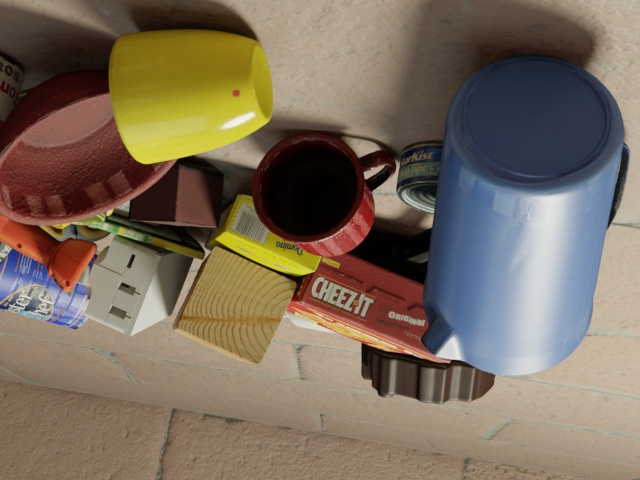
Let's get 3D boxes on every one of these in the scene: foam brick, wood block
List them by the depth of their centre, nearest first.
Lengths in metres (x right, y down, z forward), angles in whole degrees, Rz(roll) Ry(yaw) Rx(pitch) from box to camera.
[{"bbox_3d":[-0.131,-0.040,0.971,0.053,0.051,0.078,2,178,26],"label":"foam brick"},{"bbox_3d":[-0.096,0.071,1.119,0.090,0.090,0.206,26,172,-7],"label":"wood block"}]

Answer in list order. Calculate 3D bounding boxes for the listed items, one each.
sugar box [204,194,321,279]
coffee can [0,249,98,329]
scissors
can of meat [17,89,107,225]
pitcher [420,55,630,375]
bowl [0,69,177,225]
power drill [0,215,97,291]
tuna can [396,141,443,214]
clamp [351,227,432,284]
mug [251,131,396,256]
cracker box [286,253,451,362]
[{"bbox_3d":[-0.057,0.002,1.043,0.093,0.048,0.176,25,168,-8],"label":"sugar box"},{"bbox_3d":[-0.358,0.045,1.336,0.140,0.103,0.103,21,161,-33],"label":"coffee can"},{"bbox_3d":[-0.269,0.009,1.221,0.096,0.016,0.202,-1,145,5],"label":"scissors"},{"bbox_3d":[-0.219,-0.068,0.905,0.058,0.084,0.102,-4,159,40],"label":"can of meat"},{"bbox_3d":[0.147,-0.019,0.748,0.145,0.149,0.243,6,150,8],"label":"pitcher"},{"bbox_3d":[-0.184,-0.080,0.816,0.162,0.055,0.162,-24,157,-11],"label":"bowl"},{"bbox_3d":[-0.319,-0.020,1.082,0.187,0.057,0.185,34,170,-8],"label":"power drill"},{"bbox_3d":[0.105,-0.048,0.865,0.086,0.033,0.086,9,164,3],"label":"tuna can"},{"bbox_3d":[0.082,0.013,1.070,0.165,0.036,0.209,10,167,33],"label":"clamp"},{"bbox_3d":[0.009,-0.039,0.883,0.117,0.093,0.081,-30,161,5],"label":"mug"},{"bbox_3d":[0.047,0.068,1.124,0.164,0.072,0.214,22,174,-7],"label":"cracker box"}]
